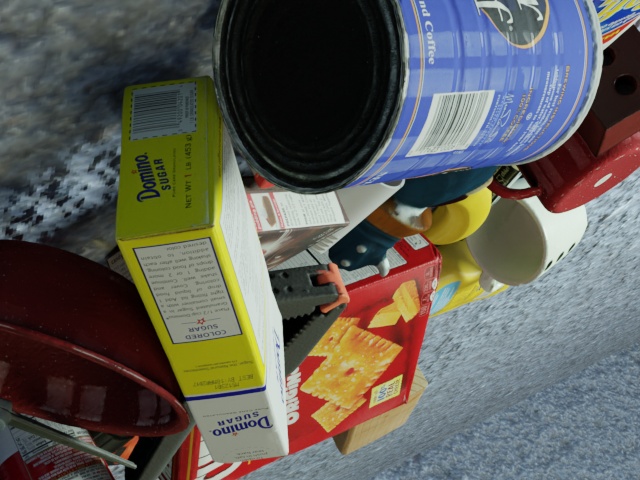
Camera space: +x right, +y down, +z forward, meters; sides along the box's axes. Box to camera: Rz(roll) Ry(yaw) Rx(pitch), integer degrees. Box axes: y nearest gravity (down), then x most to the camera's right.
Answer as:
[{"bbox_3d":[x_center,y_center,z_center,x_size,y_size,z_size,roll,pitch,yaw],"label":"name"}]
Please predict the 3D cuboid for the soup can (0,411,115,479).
[{"bbox_3d":[-0.185,0.142,0.719,0.068,0.102,0.068,-27,163,-9],"label":"soup can"}]

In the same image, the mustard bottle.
[{"bbox_3d":[0.097,0.040,0.961,0.191,0.058,0.096,-18,160,-35],"label":"mustard bottle"}]

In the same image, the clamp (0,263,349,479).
[{"bbox_3d":[-0.083,0.070,0.627,0.210,0.036,0.164,-34,138,14],"label":"clamp"}]

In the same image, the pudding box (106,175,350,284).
[{"bbox_3d":[-0.054,0.001,0.614,0.114,0.039,0.089,-32,165,36],"label":"pudding box"}]

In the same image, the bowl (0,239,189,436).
[{"bbox_3d":[-0.134,0.044,0.521,0.162,0.055,0.162,13,156,6],"label":"bowl"}]

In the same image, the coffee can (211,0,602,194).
[{"bbox_3d":[0.040,-0.077,0.454,0.140,0.103,0.103,-11,155,-45],"label":"coffee can"}]

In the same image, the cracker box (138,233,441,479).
[{"bbox_3d":[-0.022,0.084,0.779,0.213,0.072,0.164,-19,137,-30],"label":"cracker box"}]

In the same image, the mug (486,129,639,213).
[{"bbox_3d":[0.155,-0.067,0.709,0.117,0.081,0.093,-26,163,-13],"label":"mug"}]

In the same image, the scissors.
[{"bbox_3d":[-0.188,0.085,0.546,0.096,0.016,0.201,-5,150,26],"label":"scissors"}]

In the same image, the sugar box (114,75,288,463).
[{"bbox_3d":[-0.051,0.020,0.495,0.048,0.093,0.176,-7,138,2],"label":"sugar box"}]

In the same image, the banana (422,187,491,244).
[{"bbox_3d":[0.097,-0.028,0.803,0.069,0.037,0.198,-29,163,-6],"label":"banana"}]
